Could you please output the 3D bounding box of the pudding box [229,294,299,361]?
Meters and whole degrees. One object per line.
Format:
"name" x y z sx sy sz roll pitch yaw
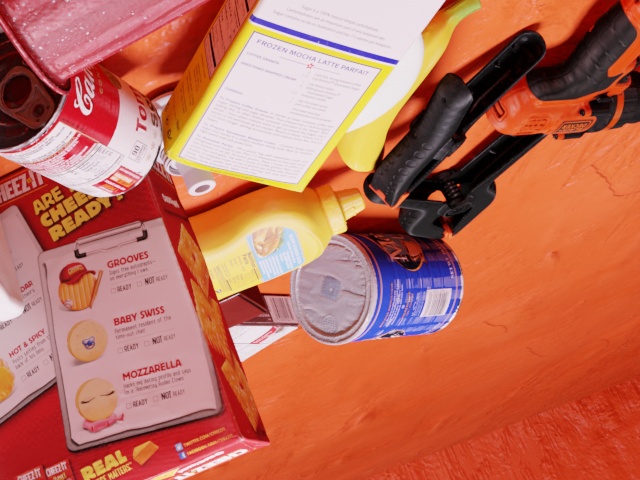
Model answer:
"pudding box" -0.089 0.090 1.085 0.090 0.039 0.113 -33 156 29

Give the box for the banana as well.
"banana" 0.046 -0.094 0.740 0.069 0.037 0.198 -12 158 -26

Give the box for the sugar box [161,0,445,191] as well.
"sugar box" -0.011 -0.104 0.581 0.093 0.048 0.176 12 135 -29

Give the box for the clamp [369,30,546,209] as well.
"clamp" 0.094 -0.086 0.778 0.120 0.039 0.172 -28 168 -33

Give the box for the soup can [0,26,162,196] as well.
"soup can" -0.137 -0.066 0.569 0.068 0.068 0.102 -27 161 13

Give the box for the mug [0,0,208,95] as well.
"mug" -0.098 -0.126 0.432 0.081 0.093 0.117 -28 148 2

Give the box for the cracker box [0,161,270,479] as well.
"cracker box" -0.147 0.058 0.669 0.164 0.214 0.072 -24 162 6

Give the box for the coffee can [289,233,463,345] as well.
"coffee can" 0.055 0.043 1.017 0.140 0.103 0.103 0 151 -47

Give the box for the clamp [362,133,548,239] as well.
"clamp" 0.125 -0.048 0.950 0.164 0.036 0.210 -23 163 3

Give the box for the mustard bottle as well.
"mustard bottle" -0.056 0.001 0.849 0.191 0.058 0.096 -21 149 -3

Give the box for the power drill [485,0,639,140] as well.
"power drill" 0.238 -0.140 0.796 0.184 0.057 0.188 -10 157 -32
